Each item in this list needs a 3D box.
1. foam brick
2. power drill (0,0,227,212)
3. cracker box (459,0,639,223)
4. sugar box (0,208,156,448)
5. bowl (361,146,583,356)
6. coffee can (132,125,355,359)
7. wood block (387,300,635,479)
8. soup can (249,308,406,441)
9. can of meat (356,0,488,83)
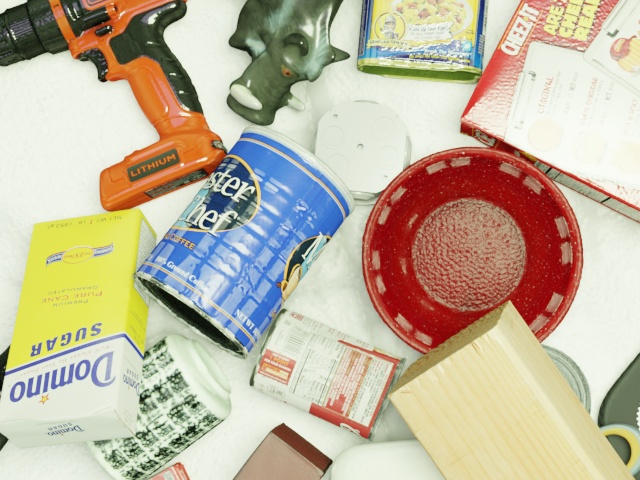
[{"bbox_3d":[-0.028,0.175,0.801,0.051,0.078,0.053,37,91,8],"label":"foam brick"},{"bbox_3d":[-0.166,-0.121,0.841,0.184,0.057,0.187,-21,85,4],"label":"power drill"},{"bbox_3d":[0.234,-0.108,0.795,0.214,0.072,0.164,28,89,7],"label":"cracker box"},{"bbox_3d":[-0.178,0.062,0.794,0.093,0.048,0.176,-9,52,11],"label":"sugar box"},{"bbox_3d":[0.113,0.011,0.805,0.162,0.055,0.162,0,90,6],"label":"bowl"},{"bbox_3d":[-0.055,0.001,0.785,0.103,0.103,0.140,34,75,6],"label":"coffee can"},{"bbox_3d":[0.147,0.156,0.725,0.091,0.090,0.206,-35,88,18],"label":"wood block"},{"bbox_3d":[0.005,0.101,0.807,0.102,0.068,0.068,23,89,7],"label":"soup can"},{"bbox_3d":[0.079,-0.169,0.821,0.102,0.057,0.084,5,89,5],"label":"can of meat"}]
